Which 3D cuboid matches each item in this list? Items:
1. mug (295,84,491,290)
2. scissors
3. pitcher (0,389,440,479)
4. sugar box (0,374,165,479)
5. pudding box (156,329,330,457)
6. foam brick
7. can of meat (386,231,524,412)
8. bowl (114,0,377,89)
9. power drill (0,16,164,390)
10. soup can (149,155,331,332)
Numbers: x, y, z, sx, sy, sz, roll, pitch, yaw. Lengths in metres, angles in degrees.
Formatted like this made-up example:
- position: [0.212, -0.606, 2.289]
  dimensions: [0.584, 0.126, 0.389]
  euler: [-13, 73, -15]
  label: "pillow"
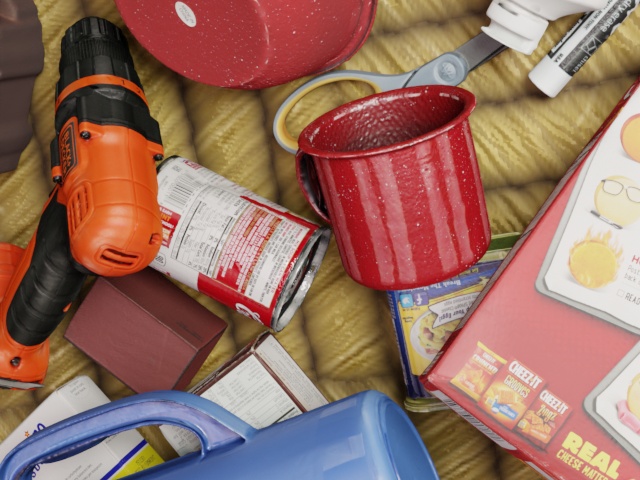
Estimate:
- position: [0.034, -0.028, 0.565]
  dimensions: [0.117, 0.093, 0.081]
  euler: [5, 121, 40]
  label: "mug"
- position: [0.070, -0.074, 0.593]
  dimensions: [0.202, 0.016, 0.096]
  euler: [-15, 101, 19]
  label: "scissors"
- position: [-0.059, 0.165, 0.592]
  dimensions: [0.243, 0.145, 0.149]
  euler: [-25, 138, 13]
  label: "pitcher"
- position: [-0.134, 0.183, 0.703]
  dimensions: [0.093, 0.048, 0.176]
  euler: [-42, 86, 20]
  label: "sugar box"
- position: [-0.033, 0.127, 0.663]
  dimensions: [0.090, 0.039, 0.113]
  euler: [-39, 94, 19]
  label: "pudding box"
- position: [-0.108, 0.056, 0.658]
  dimensions: [0.078, 0.053, 0.051]
  euler: [37, 111, 5]
  label: "foam brick"
- position: [0.090, 0.044, 0.595]
  dimensions: [0.102, 0.057, 0.084]
  euler: [-10, 99, 18]
  label: "can of meat"
- position: [-0.054, -0.131, 0.549]
  dimensions: [0.162, 0.055, 0.162]
  euler: [21, 145, 15]
  label: "bowl"
- position: [-0.155, -0.017, 0.620]
  dimensions: [0.057, 0.184, 0.188]
  euler: [16, 131, -30]
  label: "power drill"
- position: [-0.054, 0.001, 0.620]
  dimensions: [0.102, 0.068, 0.068]
  euler: [26, 110, 9]
  label: "soup can"
